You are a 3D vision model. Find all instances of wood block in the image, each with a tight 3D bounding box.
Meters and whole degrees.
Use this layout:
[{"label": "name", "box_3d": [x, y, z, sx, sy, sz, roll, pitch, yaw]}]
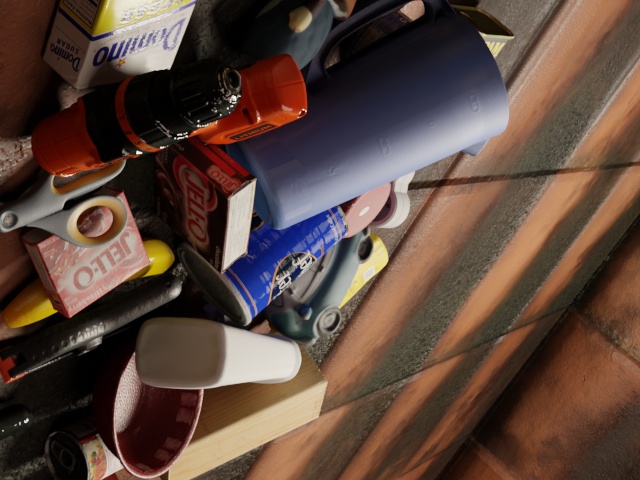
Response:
[{"label": "wood block", "box_3d": [-0.106, 0.195, 1.254, 0.205, 0.091, 0.090, -22, 148, -24]}]

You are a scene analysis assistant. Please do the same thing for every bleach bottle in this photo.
[{"label": "bleach bottle", "box_3d": [-0.091, 0.122, 1.124, 0.250, 0.103, 0.068, 22, 70, -69]}]

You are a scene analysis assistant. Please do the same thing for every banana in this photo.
[{"label": "banana", "box_3d": [-0.191, 0.032, 0.945, 0.197, 0.037, 0.070, -17, 142, -54]}]

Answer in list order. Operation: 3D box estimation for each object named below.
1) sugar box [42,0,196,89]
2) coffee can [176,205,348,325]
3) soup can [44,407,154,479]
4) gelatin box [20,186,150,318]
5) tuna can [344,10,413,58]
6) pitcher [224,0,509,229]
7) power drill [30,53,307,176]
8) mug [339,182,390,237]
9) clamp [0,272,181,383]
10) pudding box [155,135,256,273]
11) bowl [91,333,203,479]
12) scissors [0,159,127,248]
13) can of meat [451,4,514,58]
[{"label": "sugar box", "box_3d": [-0.116, -0.186, 0.705, 0.093, 0.048, 0.176, -23, 146, -48]}, {"label": "coffee can", "box_3d": [-0.057, 0.001, 1.060, 0.140, 0.103, 0.103, -41, 158, -18]}, {"label": "soup can", "box_3d": [-0.233, 0.217, 1.139, 0.102, 0.068, 0.069, -21, 146, -51]}, {"label": "gelatin box", "box_3d": [-0.190, 0.008, 0.874, 0.089, 0.030, 0.073, -35, 125, -30]}, {"label": "tuna can", "box_3d": [0.064, -0.187, 1.066, 0.086, 0.034, 0.086, -40, 157, -21]}, {"label": "pitcher", "box_3d": [0.036, -0.117, 0.972, 0.242, 0.149, 0.145, -27, 168, -11]}, {"label": "power drill", "box_3d": [-0.091, -0.099, 0.781, 0.185, 0.057, 0.187, -11, -175, 35]}, {"label": "mug", "box_3d": [0.019, -0.062, 1.128, 0.093, 0.081, 0.117, -44, 158, -10]}, {"label": "clamp", "box_3d": [-0.205, 0.077, 0.953, 0.171, 0.039, 0.120, -28, 172, -45]}, {"label": "pudding box", "box_3d": [-0.101, -0.038, 0.926, 0.039, 0.090, 0.113, -37, 157, -28]}, {"label": "bowl", "box_3d": [-0.185, 0.160, 1.096, 0.161, 0.055, 0.162, -24, 117, -61]}, {"label": "scissors", "box_3d": [-0.223, -0.005, 0.805, 0.201, 0.016, 0.096, -39, 128, -25]}, {"label": "can of meat", "box_3d": [0.154, -0.208, 1.176, 0.101, 0.057, 0.084, -13, 142, -55]}]
